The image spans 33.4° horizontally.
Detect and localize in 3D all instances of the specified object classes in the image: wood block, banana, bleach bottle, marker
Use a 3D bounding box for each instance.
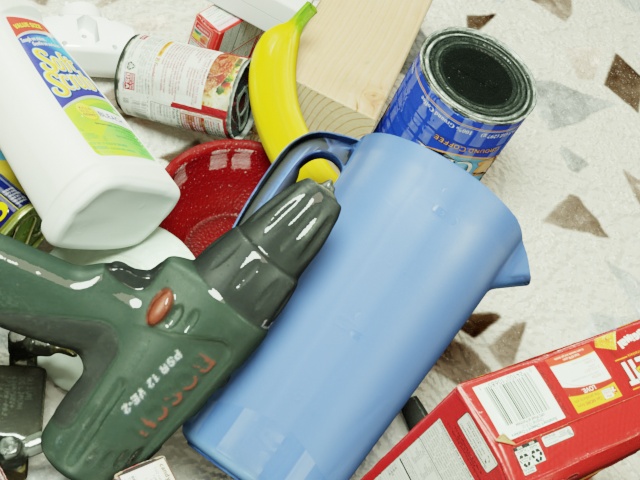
[{"bbox_3d":[0.025,-0.161,0.944,0.091,0.090,0.206,27,50,-3],"label":"wood block"},{"bbox_3d":[-0.014,-0.085,0.811,0.037,0.070,0.198,14,58,-70],"label":"banana"},{"bbox_3d":[-0.202,-0.106,0.735,0.251,0.068,0.102,52,20,20],"label":"bleach bottle"},{"bbox_3d":[0.052,0.094,0.814,0.020,0.020,0.121,-13,62,-30],"label":"marker"}]

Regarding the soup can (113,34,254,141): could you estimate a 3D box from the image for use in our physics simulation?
[{"bbox_3d":[-0.106,-0.123,0.858,0.102,0.068,0.068,15,49,13],"label":"soup can"}]

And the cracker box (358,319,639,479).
[{"bbox_3d":[0.120,0.142,0.681,0.163,0.214,0.072,-14,64,-30],"label":"cracker box"}]

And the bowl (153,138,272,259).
[{"bbox_3d":[-0.055,0.001,0.813,0.162,0.055,0.162,11,52,-15],"label":"bowl"}]

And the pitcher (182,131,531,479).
[{"bbox_3d":[0.009,0.053,0.708,0.149,0.145,0.242,22,72,48],"label":"pitcher"}]

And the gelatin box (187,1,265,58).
[{"bbox_3d":[-0.078,-0.179,0.923,0.030,0.073,0.089,41,51,9],"label":"gelatin box"}]

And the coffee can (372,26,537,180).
[{"bbox_3d":[0.103,-0.092,0.892,0.102,0.140,0.103,11,52,-15],"label":"coffee can"}]
